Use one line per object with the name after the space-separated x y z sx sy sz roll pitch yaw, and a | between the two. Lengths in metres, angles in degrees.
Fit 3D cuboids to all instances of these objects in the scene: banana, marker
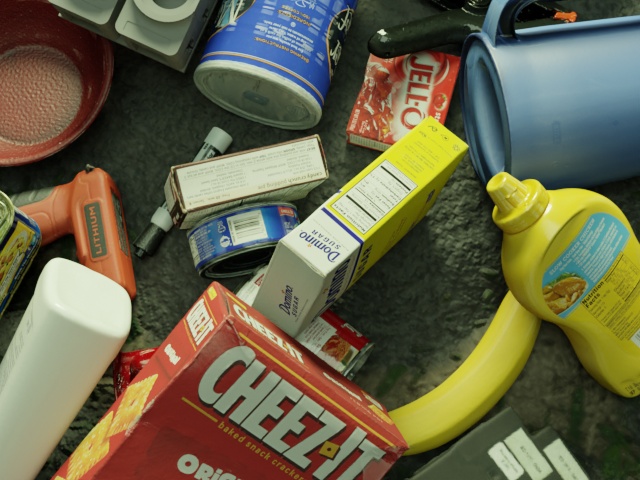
0.102 0.102 0.794 0.197 0.037 0.070 -35 72 -7 | banana
-0.110 -0.037 0.847 0.020 0.020 0.121 31 79 9 | marker

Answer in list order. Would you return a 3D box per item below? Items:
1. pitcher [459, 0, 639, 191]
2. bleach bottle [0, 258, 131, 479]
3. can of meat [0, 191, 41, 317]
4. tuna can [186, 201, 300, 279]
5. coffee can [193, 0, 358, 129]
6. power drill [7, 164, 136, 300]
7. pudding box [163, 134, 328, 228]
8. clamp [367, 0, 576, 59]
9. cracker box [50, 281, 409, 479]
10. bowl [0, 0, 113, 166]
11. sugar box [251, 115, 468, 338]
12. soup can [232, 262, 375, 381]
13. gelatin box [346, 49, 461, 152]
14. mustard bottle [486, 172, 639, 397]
0.232 -0.117 0.795 0.242 0.149 0.145 -11 75 -4 | pitcher
-0.221 0.141 0.756 0.068 0.102 0.251 28 102 -18 | bleach bottle
-0.245 0.014 0.748 0.057 0.084 0.102 27 81 7 | can of meat
-0.055 0.001 0.802 0.086 0.086 0.034 -15 77 -2 | tuna can
-0.028 -0.172 0.836 0.103 0.103 0.140 17 77 6 | coffee can
-0.241 0.026 0.816 0.187 0.057 0.184 -10 79 -2 | power drill
-0.058 -0.044 0.801 0.113 0.090 0.039 -16 86 -13 | pudding box
0.116 -0.175 0.851 0.171 0.039 0.120 14 60 4 | clamp
-0.072 0.162 0.709 0.164 0.072 0.214 38 95 -22 | cracker box
-0.240 -0.127 0.855 0.162 0.055 0.162 -1 75 2 | bowl
0.029 -0.009 0.763 0.048 0.093 0.176 39 54 10 | sugar box
-0.020 0.072 0.792 0.102 0.068 0.068 37 80 11 | soup can
0.067 -0.113 0.855 0.073 0.030 0.089 16 77 6 | gelatin box
0.185 0.020 0.758 0.191 0.058 0.096 43 85 -21 | mustard bottle
